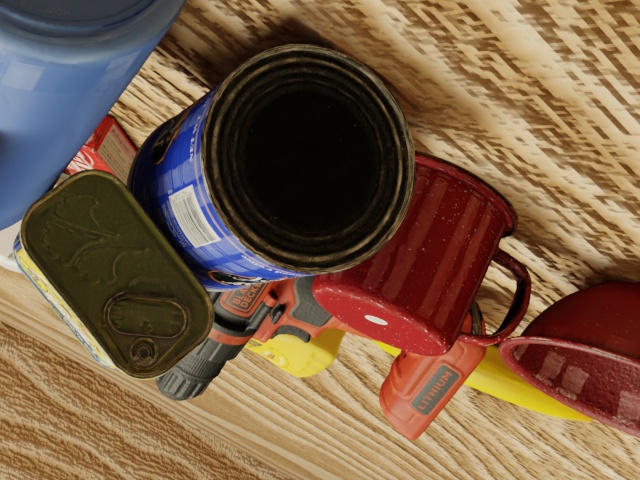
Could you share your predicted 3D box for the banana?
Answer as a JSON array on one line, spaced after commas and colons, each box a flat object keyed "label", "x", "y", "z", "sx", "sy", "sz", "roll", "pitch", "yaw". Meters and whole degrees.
[{"label": "banana", "x": 0.118, "y": 0.093, "z": 0.826, "sx": 0.198, "sy": 0.037, "sz": 0.069, "roll": 20, "pitch": -179, "yaw": 25}]

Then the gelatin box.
[{"label": "gelatin box", "x": -0.170, "y": -0.067, "z": 0.764, "sx": 0.073, "sy": 0.030, "sz": 0.089, "roll": 21, "pitch": 164, "yaw": 18}]

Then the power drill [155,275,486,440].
[{"label": "power drill", "x": 0.000, "y": 0.065, "z": 0.711, "sx": 0.187, "sy": 0.057, "sz": 0.185, "roll": 25, "pitch": 121, "yaw": -17}]

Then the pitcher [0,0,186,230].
[{"label": "pitcher", "x": -0.143, "y": -0.077, "z": 0.450, "sx": 0.149, "sy": 0.144, "sz": 0.243, "roll": 62, "pitch": 150, "yaw": -3}]

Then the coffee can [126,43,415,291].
[{"label": "coffee can", "x": -0.031, "y": -0.029, "z": 0.529, "sx": 0.102, "sy": 0.102, "sz": 0.140, "roll": 31, "pitch": 164, "yaw": -17}]

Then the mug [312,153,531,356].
[{"label": "mug", "x": 0.057, "y": 0.015, "z": 0.573, "sx": 0.117, "sy": 0.081, "sz": 0.093, "roll": 28, "pitch": 165, "yaw": -7}]

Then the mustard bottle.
[{"label": "mustard bottle", "x": -0.078, "y": 0.048, "z": 0.876, "sx": 0.191, "sy": 0.058, "sz": 0.096, "roll": 30, "pitch": 161, "yaw": -18}]

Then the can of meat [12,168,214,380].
[{"label": "can of meat", "x": -0.109, "y": 0.020, "z": 0.543, "sx": 0.102, "sy": 0.057, "sz": 0.084, "roll": 53, "pitch": 160, "yaw": -8}]
